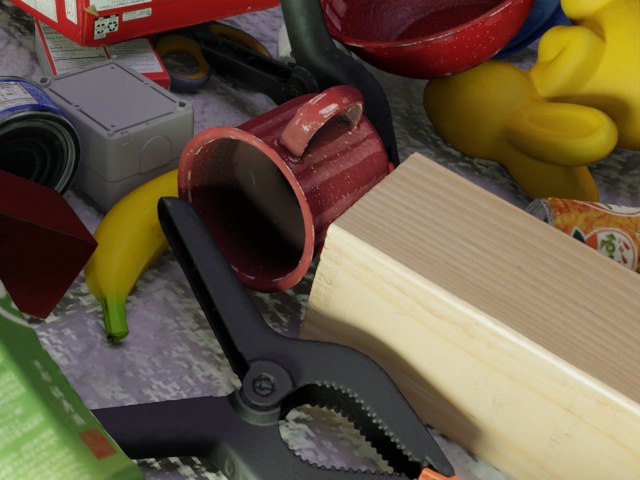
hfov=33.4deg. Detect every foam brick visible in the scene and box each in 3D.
[{"bbox_3d":[-0.162,-0.002,0.534,0.051,0.053,0.078,46,12,35],"label":"foam brick"}]

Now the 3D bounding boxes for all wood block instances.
[{"bbox_3d":[0.103,0.053,0.546,0.206,0.090,0.090,31,43,18],"label":"wood block"}]

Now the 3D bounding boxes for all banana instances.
[{"bbox_3d":[-0.067,-0.013,0.617,0.197,0.037,0.069,-34,88,-38],"label":"banana"}]

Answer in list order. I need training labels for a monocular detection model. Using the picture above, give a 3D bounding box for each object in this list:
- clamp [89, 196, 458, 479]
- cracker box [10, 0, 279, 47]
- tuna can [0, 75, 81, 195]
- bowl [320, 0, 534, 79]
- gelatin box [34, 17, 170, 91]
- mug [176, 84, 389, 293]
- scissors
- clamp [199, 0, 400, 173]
[{"bbox_3d":[-0.030,0.068,0.516,0.210,0.036,0.164,20,56,4],"label":"clamp"},{"bbox_3d":[-0.155,-0.213,0.757,0.163,0.072,0.214,-22,41,-36],"label":"cracker box"},{"bbox_3d":[-0.174,-0.045,0.581,0.085,0.086,0.034,-24,55,-36],"label":"tuna can"},{"bbox_3d":[0.080,-0.157,0.717,0.162,0.055,0.162,-15,39,12],"label":"bowl"},{"bbox_3d":[-0.148,-0.118,0.714,0.073,0.030,0.089,-7,43,-23],"label":"gelatin box"},{"bbox_3d":[-0.012,-0.038,0.569,0.093,0.117,0.081,43,45,15],"label":"mug"},{"bbox_3d":[-0.116,-0.164,0.787,0.096,0.016,0.202,-27,55,-38],"label":"scissors"},{"bbox_3d":[-0.004,-0.109,0.676,0.171,0.120,0.039,46,51,14],"label":"clamp"}]
